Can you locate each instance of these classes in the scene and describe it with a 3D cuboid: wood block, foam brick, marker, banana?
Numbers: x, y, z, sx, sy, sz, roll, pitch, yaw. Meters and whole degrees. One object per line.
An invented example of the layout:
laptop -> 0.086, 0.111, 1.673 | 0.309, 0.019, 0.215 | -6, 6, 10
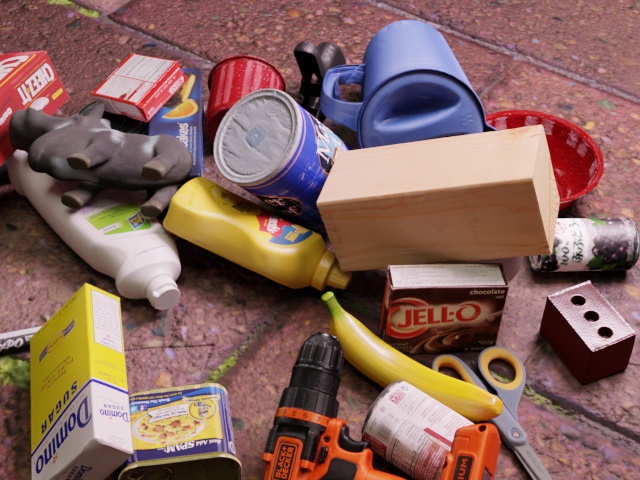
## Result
wood block -> 0.114, -0.037, 1.019 | 0.206, 0.090, 0.090 | -6, 35, 23
foam brick -> 0.255, 0.089, 1.023 | 0.053, 0.051, 0.078 | -18, 48, -19
marker -> -0.300, 0.097, 1.014 | 0.121, 0.020, 0.020 | -10, 45, -12
banana -> 0.077, 0.119, 0.972 | 0.198, 0.069, 0.037 | 30, 68, 25

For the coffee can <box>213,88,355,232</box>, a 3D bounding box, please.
coffee can -> -0.028, -0.079, 1.098 | 0.103, 0.140, 0.103 | -14, 63, 29

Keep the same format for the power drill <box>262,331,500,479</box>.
power drill -> 0.046, 0.172, 0.866 | 0.188, 0.057, 0.184 | 6, 70, 24

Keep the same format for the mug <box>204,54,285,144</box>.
mug -> -0.080, -0.147, 1.237 | 0.117, 0.093, 0.081 | 29, 43, -25

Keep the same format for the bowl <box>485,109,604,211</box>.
bowl -> 0.229, -0.076, 1.189 | 0.162, 0.055, 0.162 | 1, 44, -1

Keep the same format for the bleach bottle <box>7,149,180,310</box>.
bleach bottle -> -0.227, -0.016, 1.105 | 0.102, 0.068, 0.251 | -25, 52, -25

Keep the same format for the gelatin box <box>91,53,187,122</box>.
gelatin box -> -0.205, -0.174, 1.211 | 0.089, 0.030, 0.073 | 17, 60, 41

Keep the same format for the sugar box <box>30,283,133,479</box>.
sugar box -> -0.212, 0.132, 0.929 | 0.048, 0.093, 0.176 | 30, 29, -34

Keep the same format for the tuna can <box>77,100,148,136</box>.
tuna can -> -0.241, -0.128, 1.238 | 0.086, 0.034, 0.086 | 1, 44, -1

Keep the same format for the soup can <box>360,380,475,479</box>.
soup can -> 0.094, 0.174, 0.916 | 0.102, 0.068, 0.068 | 30, 50, 26

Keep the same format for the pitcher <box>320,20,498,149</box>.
pitcher -> 0.094, -0.166, 1.192 | 0.145, 0.149, 0.243 | -33, 22, 15

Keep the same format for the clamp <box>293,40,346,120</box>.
clamp -> -0.008, -0.165, 1.242 | 0.036, 0.165, 0.209 | 14, 22, 8

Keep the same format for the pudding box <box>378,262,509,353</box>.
pudding box -> 0.115, 0.065, 1.014 | 0.113, 0.090, 0.039 | -3, 43, -6

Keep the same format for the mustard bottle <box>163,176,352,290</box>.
mustard bottle -> -0.057, 0.001, 1.081 | 0.192, 0.058, 0.096 | 26, 19, 9

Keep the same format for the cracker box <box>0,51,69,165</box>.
cracker box -> -0.412, -0.137, 1.170 | 0.214, 0.072, 0.164 | 1, 40, 28

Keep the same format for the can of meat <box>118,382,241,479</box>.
can of meat -> -0.123, 0.173, 0.916 | 0.102, 0.057, 0.084 | -6, 43, -8

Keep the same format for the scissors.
scissors -> 0.185, 0.164, 0.967 | 0.096, 0.016, 0.202 | -28, 52, -28
